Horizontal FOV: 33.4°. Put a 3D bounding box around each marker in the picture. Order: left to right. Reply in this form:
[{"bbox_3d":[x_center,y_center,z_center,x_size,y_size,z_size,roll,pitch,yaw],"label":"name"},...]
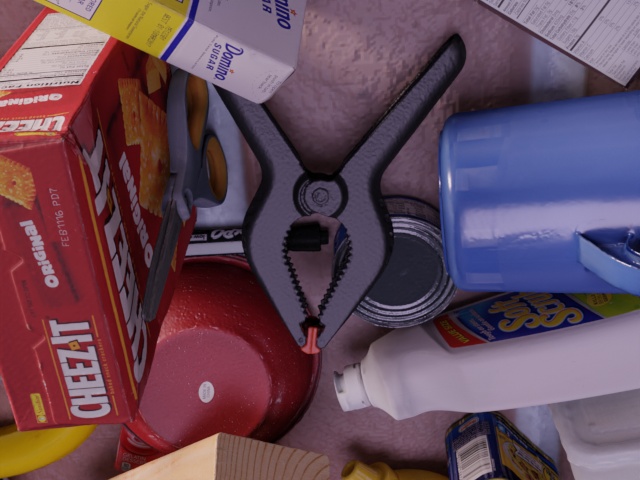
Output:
[{"bbox_3d":[-0.055,0.001,0.717,0.121,0.020,0.020,-2,120,3],"label":"marker"}]

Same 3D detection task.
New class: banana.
[{"bbox_3d":[-0.232,0.143,0.800,0.198,0.037,0.069,-25,93,13],"label":"banana"}]

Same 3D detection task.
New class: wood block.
[{"bbox_3d":[-0.091,0.206,0.740,0.090,0.090,0.207,20,148,-32],"label":"wood block"}]

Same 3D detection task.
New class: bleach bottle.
[{"bbox_3d":[0.132,0.073,0.704,0.251,0.102,0.068,-16,115,10],"label":"bleach bottle"}]

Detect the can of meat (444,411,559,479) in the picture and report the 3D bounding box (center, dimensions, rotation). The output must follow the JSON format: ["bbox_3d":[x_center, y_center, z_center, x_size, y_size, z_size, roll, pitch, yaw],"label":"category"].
[{"bbox_3d":[0.137,0.184,0.780,0.057,0.084,0.102,-39,112,21],"label":"can of meat"}]

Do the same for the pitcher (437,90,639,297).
[{"bbox_3d":[0.192,-0.023,0.611,0.243,0.149,0.145,-3,78,11],"label":"pitcher"}]

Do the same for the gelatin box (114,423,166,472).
[{"bbox_3d":[-0.104,0.144,0.796,0.089,0.030,0.073,12,119,-6],"label":"gelatin box"}]

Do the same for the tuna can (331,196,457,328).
[{"bbox_3d":[0.050,0.014,0.713,0.086,0.033,0.086,1,120,1],"label":"tuna can"}]

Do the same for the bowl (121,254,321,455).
[{"bbox_3d":[-0.078,0.091,0.730,0.162,0.055,0.162,0,107,-2],"label":"bowl"}]

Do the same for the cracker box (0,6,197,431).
[{"bbox_3d":[-0.126,-0.026,0.591,0.072,0.213,0.164,-5,120,5],"label":"cracker box"}]

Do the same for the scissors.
[{"bbox_3d":[-0.076,-0.015,0.618,0.016,0.201,0.096,-8,143,11],"label":"scissors"}]

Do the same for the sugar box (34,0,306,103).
[{"bbox_3d":[-0.092,-0.149,0.572,0.176,0.093,0.048,25,143,-23],"label":"sugar box"}]

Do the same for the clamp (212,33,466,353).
[{"bbox_3d":[-0.010,-0.036,0.660,0.164,0.036,0.210,10,102,0],"label":"clamp"}]
